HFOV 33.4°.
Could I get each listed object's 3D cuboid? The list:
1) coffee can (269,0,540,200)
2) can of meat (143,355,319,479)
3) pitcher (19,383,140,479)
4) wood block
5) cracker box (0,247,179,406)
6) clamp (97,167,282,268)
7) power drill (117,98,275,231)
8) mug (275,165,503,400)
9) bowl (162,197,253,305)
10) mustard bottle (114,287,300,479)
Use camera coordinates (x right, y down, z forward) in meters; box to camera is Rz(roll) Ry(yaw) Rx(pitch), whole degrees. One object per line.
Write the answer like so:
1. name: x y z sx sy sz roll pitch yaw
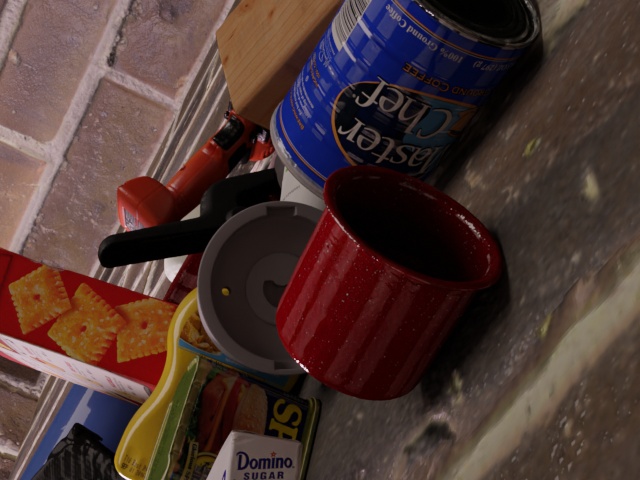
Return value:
1. coffee can: 0.046 -0.097 0.627 0.140 0.102 0.102 -54 17 38
2. can of meat: -0.056 0.131 0.659 0.058 0.084 0.102 -49 21 51
3. pitcher: -0.194 0.202 0.996 0.145 0.149 0.242 73 -140 -72
4. wood block: 0.031 -0.163 0.698 0.206 0.090 0.090 -43 43 30
5. cracker box: -0.182 0.076 0.855 0.164 0.214 0.072 70 -140 -68
6. clamp: -0.056 0.001 0.858 0.209 0.165 0.036 -45 -21 -54
7. power drill: -0.094 -0.079 0.936 0.187 0.057 0.184 -45 -9 -20
8. mug: 0.035 0.019 0.529 0.117 0.093 0.082 -30 -28 -55
9. bowl: -0.087 0.030 0.982 0.162 0.055 0.162 -51 16 20
10. mustard bottle: -0.063 0.084 0.733 0.058 0.096 0.191 160 133 -78
